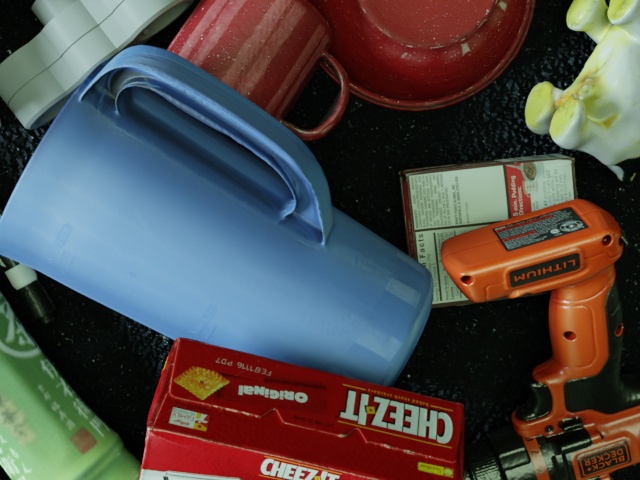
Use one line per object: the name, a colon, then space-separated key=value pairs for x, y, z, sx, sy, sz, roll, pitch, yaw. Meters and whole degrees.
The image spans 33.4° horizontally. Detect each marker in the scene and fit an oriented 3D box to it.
marker: x=-0.204 y=0.000 z=0.687 sx=0.020 sy=0.020 sz=0.121 roll=-28 pitch=95 yaw=-1

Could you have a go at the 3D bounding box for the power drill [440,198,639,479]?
power drill: x=0.132 y=0.079 z=0.669 sx=0.184 sy=0.057 sz=0.187 roll=-18 pitch=115 yaw=-1

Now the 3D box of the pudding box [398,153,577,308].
pudding box: x=0.111 y=-0.007 z=0.695 sx=0.113 sy=0.039 sz=0.090 roll=-6 pitch=96 yaw=-1

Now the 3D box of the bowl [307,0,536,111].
bowl: x=0.063 y=-0.164 z=0.674 sx=0.162 sy=0.055 sz=0.162 roll=0 pitch=94 yaw=-4

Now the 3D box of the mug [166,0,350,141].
mug: x=-0.036 y=-0.107 z=0.651 sx=0.117 sy=0.093 sz=0.081 roll=32 pitch=83 yaw=9

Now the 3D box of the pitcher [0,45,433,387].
pitcher: x=-0.054 y=0.001 z=0.631 sx=0.242 sy=0.149 sz=0.145 roll=30 pitch=87 yaw=-5

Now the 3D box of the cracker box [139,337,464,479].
cracker box: x=-0.025 y=0.159 z=0.623 sx=0.164 sy=0.072 sz=0.214 roll=13 pitch=135 yaw=-4
